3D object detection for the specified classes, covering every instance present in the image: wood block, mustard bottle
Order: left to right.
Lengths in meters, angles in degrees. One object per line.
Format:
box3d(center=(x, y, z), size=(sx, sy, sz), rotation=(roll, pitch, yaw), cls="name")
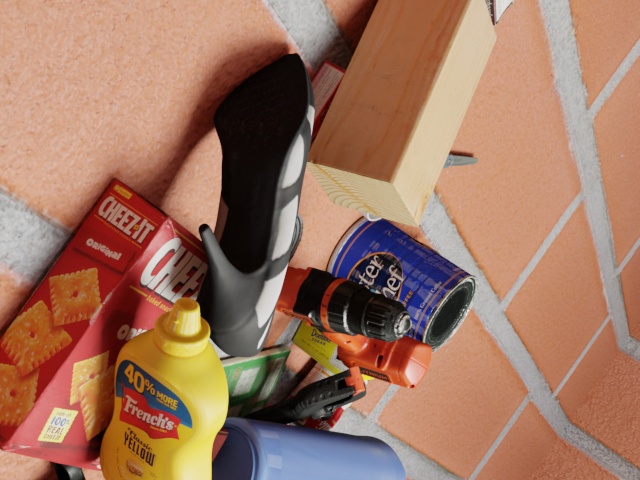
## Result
box3d(center=(-0.117, 0.124, 0.817), size=(0.058, 0.096, 0.192), rotation=(-26, 140, -47), cls="mustard bottle")
box3d(center=(0.076, -0.130, 0.965), size=(0.206, 0.090, 0.090), rotation=(-66, 153, -15), cls="wood block")

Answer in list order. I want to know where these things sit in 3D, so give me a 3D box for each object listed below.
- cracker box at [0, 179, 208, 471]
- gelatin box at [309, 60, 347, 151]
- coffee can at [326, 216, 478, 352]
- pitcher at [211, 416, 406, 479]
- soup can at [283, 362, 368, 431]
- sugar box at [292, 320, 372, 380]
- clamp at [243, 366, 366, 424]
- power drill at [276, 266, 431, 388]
box3d(center=(-0.170, 0.079, 0.870), size=(0.213, 0.072, 0.164), rotation=(-54, 155, -5), cls="cracker box")
box3d(center=(0.004, -0.113, 0.994), size=(0.089, 0.030, 0.073), rotation=(-57, 154, 1), cls="gelatin box")
box3d(center=(0.091, 0.048, 1.204), size=(0.102, 0.140, 0.103), rotation=(-40, 150, -29), cls="coffee can")
box3d(center=(-0.032, 0.260, 1.159), size=(0.149, 0.145, 0.242), rotation=(-35, 144, 25), cls="pitcher")
box3d(center=(0.003, 0.189, 1.302), size=(0.102, 0.069, 0.068), rotation=(-50, 154, -13), cls="soup can")
box3d(center=(0.052, 0.123, 1.280), size=(0.175, 0.093, 0.048), rotation=(-4, 124, -60), cls="sugar box")
box3d(center=(0.003, 0.177, 1.178), size=(0.120, 0.039, 0.172), rotation=(-9, 165, -45), cls="clamp")
box3d(center=(0.042, 0.088, 1.082), size=(0.187, 0.185, 0.057), rotation=(44, 69, -48), cls="power drill")
